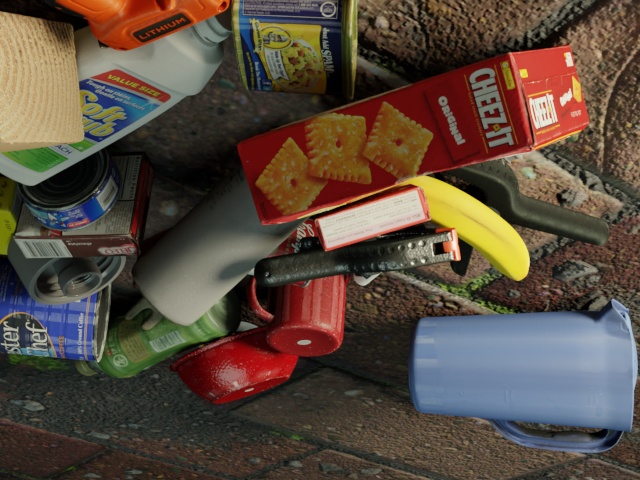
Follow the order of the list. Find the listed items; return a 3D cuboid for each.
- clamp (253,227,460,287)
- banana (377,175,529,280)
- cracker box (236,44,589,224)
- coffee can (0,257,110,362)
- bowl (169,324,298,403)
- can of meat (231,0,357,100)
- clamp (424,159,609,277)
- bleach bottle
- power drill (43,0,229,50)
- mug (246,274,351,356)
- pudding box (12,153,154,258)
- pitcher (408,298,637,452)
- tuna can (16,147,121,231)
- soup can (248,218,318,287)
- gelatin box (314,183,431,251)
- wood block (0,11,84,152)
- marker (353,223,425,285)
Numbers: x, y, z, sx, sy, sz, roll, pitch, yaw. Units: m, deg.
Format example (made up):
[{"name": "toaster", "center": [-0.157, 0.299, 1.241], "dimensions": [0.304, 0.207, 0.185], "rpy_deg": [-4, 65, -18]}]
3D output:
[{"name": "clamp", "center": [0.037, 0.010, 0.927], "dimensions": [0.171, 0.120, 0.039], "rpy_deg": [-5, 105, 12]}, {"name": "banana", "center": [0.124, -0.015, 0.939], "dimensions": [0.197, 0.037, 0.070], "rpy_deg": [28, 166, -23]}, {"name": "cracker box", "center": [0.072, -0.078, 0.786], "dimensions": [0.214, 0.072, 0.164], "rpy_deg": [-14, -175, 28]}, {"name": "coffee can", "center": [-0.301, 0.073, 1.140], "dimensions": [0.140, 0.103, 0.103], "rpy_deg": [6, 150, -4]}, {"name": "bowl", "center": [-0.086, 0.143, 1.205], "dimensions": [0.162, 0.055, 0.162], "rpy_deg": [-18, 167, -5]}, {"name": "can of meat", "center": [-0.016, -0.149, 0.770], "dimensions": [0.084, 0.057, 0.102], "rpy_deg": [3, 151, 4]}, {"name": "clamp", "center": [0.142, -0.028, 0.981], "dimensions": [0.165, 0.036, 0.209], "rpy_deg": [-22, 139, 39]}, {"name": "bleach bottle", "center": [-0.172, -0.126, 0.823], "dimensions": [0.251, 0.068, 0.102], "rpy_deg": [-22, 137, 33]}, {"name": "power drill", "center": [-0.133, -0.179, 0.660], "dimensions": [0.185, 0.057, 0.187], "rpy_deg": [-14, 170, 24]}, {"name": "mug", "center": [-0.025, 0.067, 1.120], "dimensions": [0.117, 0.081, 0.093], "rpy_deg": [22, 145, -29]}, {"name": "pudding box", "center": [-0.212, -0.032, 0.961], "dimensions": [0.113, 0.090, 0.039], "rpy_deg": [0, 148, 8]}, {"name": "pitcher", "center": [0.225, 0.150, 1.185], "dimensions": [0.243, 0.149, 0.145], "rpy_deg": [0, 161, 14]}, {"name": "tuna can", "center": [-0.219, -0.053, 0.930], "dimensions": [0.086, 0.086, 0.034], "rpy_deg": [-2, 149, 9]}, {"name": "soup can", "center": [-0.057, 0.001, 1.023], "dimensions": [0.102, 0.068, 0.069], "rpy_deg": [14, 149, -16]}, {"name": "gelatin box", "center": [0.040, -0.020, 0.856], "dimensions": [0.089, 0.030, 0.073], "rpy_deg": [-18, -175, 2]}, {"name": "wood block", "center": [-0.288, -0.106, 0.788], "dimensions": [0.206, 0.090, 0.090], "rpy_deg": [-4, -177, 26]}, {"name": "marker", "center": [0.071, 0.014, 1.080], "dimensions": [0.020, 0.020, 0.121], "rpy_deg": [17, 147, -23]}]
